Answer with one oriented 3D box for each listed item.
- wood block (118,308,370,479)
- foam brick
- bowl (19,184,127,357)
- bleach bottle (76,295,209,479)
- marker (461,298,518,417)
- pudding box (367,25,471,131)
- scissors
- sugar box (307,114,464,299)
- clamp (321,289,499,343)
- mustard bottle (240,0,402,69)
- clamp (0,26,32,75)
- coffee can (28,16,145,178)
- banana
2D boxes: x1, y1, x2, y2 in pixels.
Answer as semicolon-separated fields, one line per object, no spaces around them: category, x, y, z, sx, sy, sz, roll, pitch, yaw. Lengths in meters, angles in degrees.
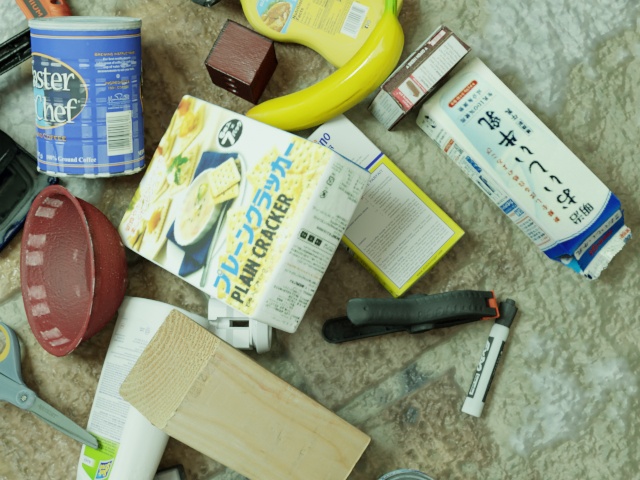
wood block;-0.065;0.157;0.956;0.205;0.091;0.090;39;81;-37
foam brick;-0.078;-0.176;1.057;0.053;0.078;0.051;26;84;4
bowl;-0.229;0.028;1.015;0.055;0.162;0.162;-1;82;-38
bleach bottle;-0.183;0.181;0.993;0.068;0.103;0.251;25;77;-36
marker;0.169;0.115;1.054;0.020;0.020;0.121;21;84;2
pudding box;0.094;-0.156;1.038;0.039;0.113;0.090;44;85;1
scissors;-0.277;0.131;1.013;0.202;0.016;0.096;8;69;24
sugar box;0.047;-0.035;1.058;0.093;0.048;0.176;-44;82;-5
clamp;0.085;0.073;1.031;0.171;0.120;0.039;-1;81;-22
mustard bottle;-0.020;-0.242;1.074;0.191;0.058;0.096;24;95;2
clamp;-0.359;-0.144;1.027;0.036;0.210;0.164;60;41;-22
coffee can;-0.217;-0.137;1.002;0.103;0.103;0.140;1;105;-1
banana;0.012;-0.153;1.038;0.198;0.037;0.070;-36;51;20
